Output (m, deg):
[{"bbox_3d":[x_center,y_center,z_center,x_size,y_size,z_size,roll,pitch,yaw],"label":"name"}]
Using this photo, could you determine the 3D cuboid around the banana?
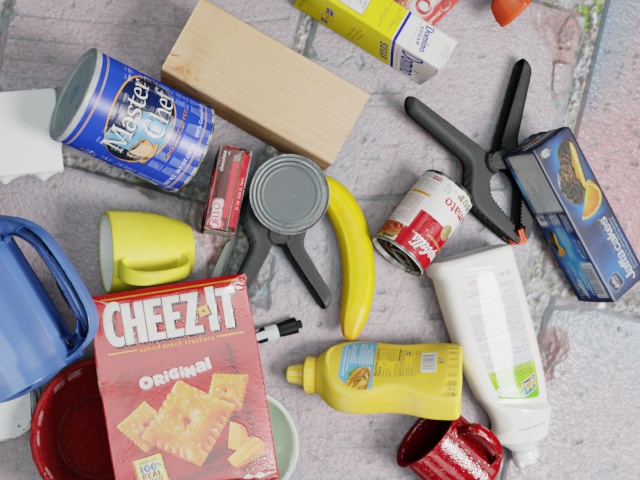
[{"bbox_3d":[0.027,0.009,1.194,0.069,0.037,0.198,-18,90,-18],"label":"banana"}]

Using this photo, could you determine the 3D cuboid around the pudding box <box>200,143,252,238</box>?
[{"bbox_3d":[-0.102,-0.050,1.141,0.039,0.113,0.090,12,86,-6],"label":"pudding box"}]

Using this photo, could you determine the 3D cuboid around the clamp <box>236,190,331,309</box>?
[{"bbox_3d":[-0.058,0.001,1.180,0.120,0.039,0.171,-10,85,-27],"label":"clamp"}]

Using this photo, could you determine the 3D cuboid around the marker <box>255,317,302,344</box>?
[{"bbox_3d":[-0.078,0.110,1.186,0.121,0.020,0.020,-16,91,-9],"label":"marker"}]

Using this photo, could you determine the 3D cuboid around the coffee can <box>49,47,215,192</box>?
[{"bbox_3d":[-0.196,-0.124,1.113,0.140,0.103,0.103,25,84,-28],"label":"coffee can"}]

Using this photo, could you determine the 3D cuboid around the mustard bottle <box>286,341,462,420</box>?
[{"bbox_3d":[0.058,0.150,1.165,0.192,0.096,0.058,2,125,8],"label":"mustard bottle"}]

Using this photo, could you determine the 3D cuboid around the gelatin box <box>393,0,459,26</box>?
[{"bbox_3d":[0.120,-0.287,1.225,0.089,0.030,0.073,-44,95,-7],"label":"gelatin box"}]

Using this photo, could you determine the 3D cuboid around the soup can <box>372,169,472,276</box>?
[{"bbox_3d":[0.115,-0.020,1.191,0.068,0.069,0.102,40,76,-6],"label":"soup can"}]

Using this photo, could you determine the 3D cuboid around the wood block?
[{"bbox_3d":[-0.062,-0.165,1.163,0.206,0.090,0.091,29,84,-6],"label":"wood block"}]

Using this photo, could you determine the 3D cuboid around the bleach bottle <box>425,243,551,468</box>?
[{"bbox_3d":[0.197,0.135,1.207,0.102,0.068,0.251,-14,93,-8],"label":"bleach bottle"}]

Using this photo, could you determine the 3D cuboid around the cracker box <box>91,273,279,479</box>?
[{"bbox_3d":[-0.139,0.151,1.084,0.164,0.072,0.214,-9,84,-10],"label":"cracker box"}]

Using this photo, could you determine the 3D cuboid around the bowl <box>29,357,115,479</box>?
[{"bbox_3d":[-0.229,0.206,1.129,0.161,0.055,0.162,6,74,-22],"label":"bowl"}]

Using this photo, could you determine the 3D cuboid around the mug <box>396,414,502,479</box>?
[{"bbox_3d":[0.152,0.234,1.174,0.081,0.117,0.093,43,45,-10],"label":"mug"}]

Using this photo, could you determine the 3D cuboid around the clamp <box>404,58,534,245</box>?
[{"bbox_3d":[0.187,-0.093,1.222,0.164,0.036,0.210,-13,93,-17],"label":"clamp"}]

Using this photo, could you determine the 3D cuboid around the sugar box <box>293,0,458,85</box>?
[{"bbox_3d":[0.059,-0.240,1.182,0.176,0.093,0.048,33,84,-6],"label":"sugar box"}]

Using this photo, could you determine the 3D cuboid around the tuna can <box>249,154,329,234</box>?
[{"bbox_3d":[-0.034,-0.049,1.148,0.086,0.034,0.086,0,90,-5],"label":"tuna can"}]

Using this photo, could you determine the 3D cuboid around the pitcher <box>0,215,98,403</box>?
[{"bbox_3d":[-0.333,0.038,1.035,0.149,0.145,0.243,-29,93,-28],"label":"pitcher"}]
